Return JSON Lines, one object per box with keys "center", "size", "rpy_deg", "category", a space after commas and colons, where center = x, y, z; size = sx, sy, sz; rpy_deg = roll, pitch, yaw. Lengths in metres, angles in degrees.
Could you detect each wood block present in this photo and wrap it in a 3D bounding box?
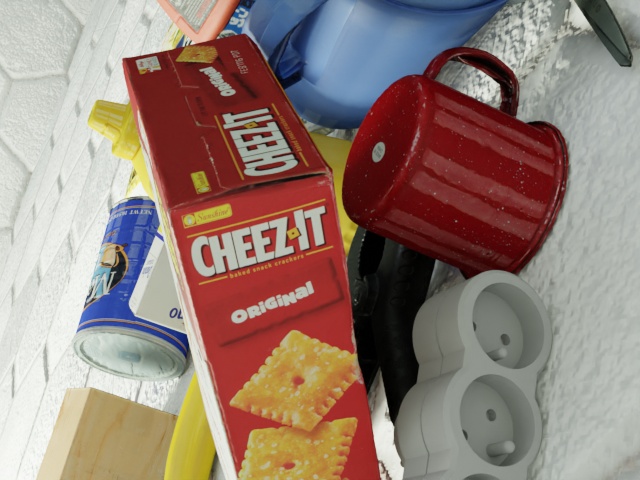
{"center": [-0.197, 0.237, 0.902], "size": [0.091, 0.090, 0.206], "rpy_deg": [-18, 53, 63], "category": "wood block"}

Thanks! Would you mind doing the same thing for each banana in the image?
{"center": [-0.081, 0.127, 0.799], "size": [0.198, 0.037, 0.070], "rpy_deg": [-67, 20, 4], "category": "banana"}

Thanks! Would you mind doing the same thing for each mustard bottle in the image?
{"center": [-0.058, -0.048, 0.694], "size": [0.096, 0.191, 0.058], "rpy_deg": [-51, 27, 43], "category": "mustard bottle"}

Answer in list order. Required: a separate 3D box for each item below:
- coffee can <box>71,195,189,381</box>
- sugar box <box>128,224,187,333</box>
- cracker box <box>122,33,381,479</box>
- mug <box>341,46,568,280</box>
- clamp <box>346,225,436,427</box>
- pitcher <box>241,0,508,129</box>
{"center": [-0.160, 0.045, 0.978], "size": [0.103, 0.102, 0.140], "rpy_deg": [-38, 36, 53], "category": "coffee can"}
{"center": [-0.076, -0.011, 0.843], "size": [0.176, 0.093, 0.048], "rpy_deg": [-67, 20, 3], "category": "sugar box"}
{"center": [-0.029, 0.032, 0.502], "size": [0.164, 0.072, 0.214], "rpy_deg": [-119, 17, -57], "category": "cracker box"}
{"center": [0.067, -0.044, 0.542], "size": [0.093, 0.081, 0.117], "rpy_deg": [-8, 63, 66], "category": "mug"}
{"center": [0.031, 0.044, 0.609], "size": [0.120, 0.039, 0.171], "rpy_deg": [-34, 40, 50], "category": "clamp"}
{"center": [0.025, -0.142, 0.613], "size": [0.243, 0.149, 0.145], "rpy_deg": [132, 141, -75], "category": "pitcher"}
